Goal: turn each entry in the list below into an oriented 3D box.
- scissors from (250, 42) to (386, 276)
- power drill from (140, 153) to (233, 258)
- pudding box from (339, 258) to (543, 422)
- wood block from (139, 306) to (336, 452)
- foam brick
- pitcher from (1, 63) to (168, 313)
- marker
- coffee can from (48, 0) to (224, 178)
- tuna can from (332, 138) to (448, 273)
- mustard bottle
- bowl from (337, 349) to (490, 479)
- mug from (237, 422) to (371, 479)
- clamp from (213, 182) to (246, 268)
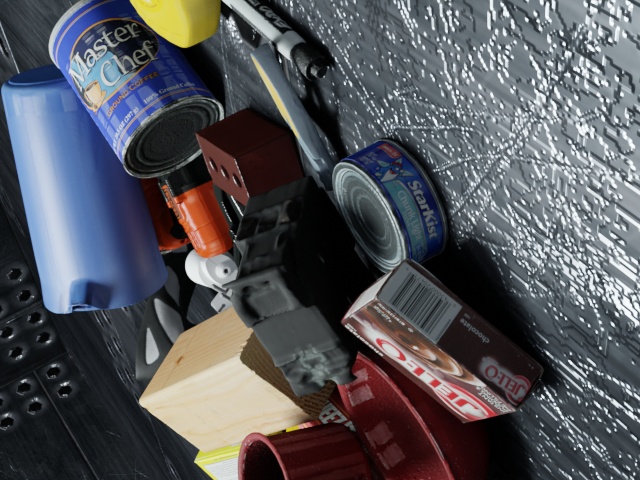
[{"bbox_3d":[-0.002,-0.061,0.780,0.201,0.016,0.096,60,180,-31],"label":"scissors"},{"bbox_3d":[-0.161,-0.062,1.129,0.184,0.057,0.188,66,162,-3],"label":"power drill"},{"bbox_3d":[0.075,0.067,0.682,0.113,0.039,0.090,41,160,-1],"label":"pudding box"},{"bbox_3d":[-0.070,0.119,0.970,0.090,0.090,0.207,40,146,-15],"label":"wood block"},{"bbox_3d":[-0.056,-0.066,0.863,0.078,0.051,0.053,34,148,53],"label":"foam brick"},{"bbox_3d":[-0.244,-0.059,1.101,0.149,0.144,0.243,19,124,50],"label":"pitcher"},{"bbox_3d":[-0.032,-0.146,0.739,0.121,0.020,0.020,47,157,36],"label":"marker"},{"bbox_3d":[-0.166,-0.142,0.960,0.140,0.102,0.103,54,160,21],"label":"coffee can"},{"bbox_3d":[0.044,-0.021,0.695,0.086,0.033,0.086,51,158,29],"label":"tuna can"},{"bbox_3d":[-0.105,-0.225,0.757,0.096,0.058,0.192,55,160,14],"label":"mustard bottle"},{"bbox_3d":[0.077,0.139,0.800,0.162,0.055,0.162,51,158,29],"label":"bowl"},{"bbox_3d":[-0.005,0.196,0.867,0.117,0.081,0.093,1,97,59],"label":"mug"},{"bbox_3d":[-0.056,0.001,0.980,0.120,0.039,0.171,40,159,34],"label":"clamp"}]
